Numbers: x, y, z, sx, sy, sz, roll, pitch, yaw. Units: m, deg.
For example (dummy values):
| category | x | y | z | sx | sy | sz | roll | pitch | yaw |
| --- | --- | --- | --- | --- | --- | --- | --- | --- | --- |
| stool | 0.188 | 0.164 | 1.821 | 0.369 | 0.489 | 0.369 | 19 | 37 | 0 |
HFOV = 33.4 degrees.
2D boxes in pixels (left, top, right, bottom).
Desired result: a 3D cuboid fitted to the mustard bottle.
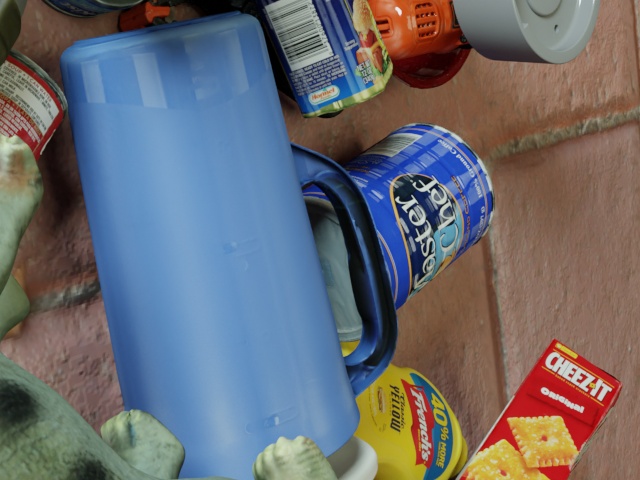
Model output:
| category | x | y | z | sx | sy | sz | roll | pitch | yaw |
| --- | --- | --- | --- | --- | --- | --- | --- | --- | --- |
| mustard bottle | 0.052 | 0.136 | 0.774 | 0.191 | 0.058 | 0.096 | 34 | 46 | -45 |

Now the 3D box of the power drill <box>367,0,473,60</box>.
| category | x | y | z | sx | sy | sz | roll | pitch | yaw |
| --- | --- | --- | --- | --- | --- | --- | --- | --- | --- |
| power drill | 0.086 | -0.223 | 0.728 | 0.184 | 0.057 | 0.187 | -23 | 107 | -47 |

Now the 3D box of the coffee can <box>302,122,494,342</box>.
| category | x | y | z | sx | sy | sz | roll | pitch | yaw |
| --- | --- | --- | --- | --- | --- | --- | --- | --- | --- |
| coffee can | 0.040 | -0.009 | 0.729 | 0.140 | 0.103 | 0.103 | -35 | 116 | -43 |

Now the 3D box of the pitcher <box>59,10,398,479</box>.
| category | x | y | z | sx | sy | sz | roll | pitch | yaw |
| --- | --- | --- | --- | --- | --- | --- | --- | --- | --- |
| pitcher | -0.054 | 0.001 | 0.590 | 0.149 | 0.145 | 0.243 | -41 | 123 | -65 |

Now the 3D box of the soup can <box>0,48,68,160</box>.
| category | x | y | z | sx | sy | sz | roll | pitch | yaw |
| --- | --- | --- | --- | --- | --- | --- | --- | --- | --- |
| soup can | -0.175 | -0.039 | 0.508 | 0.068 | 0.069 | 0.102 | 46 | 58 | -39 |

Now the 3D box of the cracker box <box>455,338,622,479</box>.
| category | x | y | z | sx | sy | sz | roll | pitch | yaw |
| --- | --- | --- | --- | --- | --- | --- | --- | --- | --- |
| cracker box | 0.132 | 0.201 | 0.798 | 0.213 | 0.072 | 0.164 | -44 | 160 | -39 |

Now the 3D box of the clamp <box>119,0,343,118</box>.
| category | x | y | z | sx | sy | sz | roll | pitch | yaw |
| --- | --- | --- | --- | --- | --- | --- | --- | --- | --- |
| clamp | -0.049 | -0.146 | 0.675 | 0.171 | 0.039 | 0.120 | 6 | 72 | -47 |

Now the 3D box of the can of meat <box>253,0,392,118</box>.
| category | x | y | z | sx | sy | sz | roll | pitch | yaw |
| --- | --- | --- | --- | --- | --- | --- | --- | --- | --- |
| can of meat | 0.003 | -0.125 | 0.636 | 0.102 | 0.057 | 0.084 | -64 | 133 | -69 |
